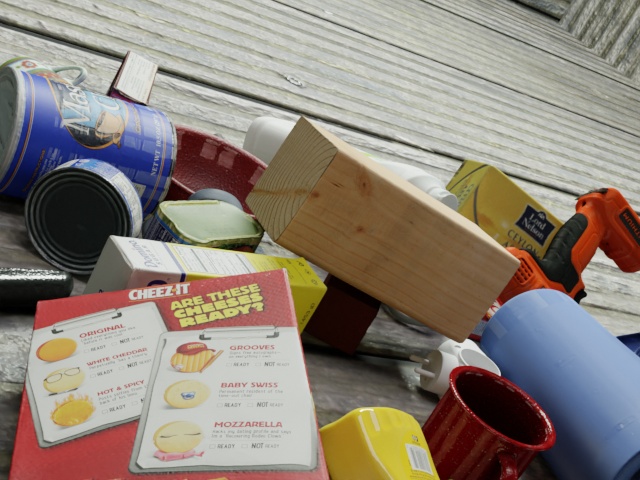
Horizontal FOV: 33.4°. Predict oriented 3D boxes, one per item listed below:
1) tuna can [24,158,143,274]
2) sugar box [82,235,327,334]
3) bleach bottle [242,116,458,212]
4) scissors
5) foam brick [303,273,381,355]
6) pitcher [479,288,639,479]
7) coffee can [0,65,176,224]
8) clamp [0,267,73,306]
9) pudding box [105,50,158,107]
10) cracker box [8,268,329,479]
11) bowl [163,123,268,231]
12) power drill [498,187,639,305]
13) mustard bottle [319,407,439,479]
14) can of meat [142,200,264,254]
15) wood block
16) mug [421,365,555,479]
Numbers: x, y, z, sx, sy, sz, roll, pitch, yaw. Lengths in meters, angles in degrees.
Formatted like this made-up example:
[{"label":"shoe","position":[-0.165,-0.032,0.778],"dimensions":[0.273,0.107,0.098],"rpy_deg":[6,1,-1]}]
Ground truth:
[{"label":"tuna can","position":[-0.181,-0.019,0.822],"dimensions":[0.086,0.086,0.033],"rpy_deg":[30,21,-1]},{"label":"sugar box","position":[-0.088,0.052,0.776],"dimensions":[0.175,0.093,0.048],"rpy_deg":[5,33,-44]},{"label":"bleach bottle","position":[0.033,-0.067,1.096],"dimensions":[0.102,0.068,0.251],"rpy_deg":[7,12,-44]},{"label":"scissors","position":[-0.056,0.001,0.933],"dimensions":[0.201,0.096,0.016],"rpy_deg":[13,49,-30]},{"label":"foam brick","position":[0.023,0.056,0.952],"dimensions":[0.051,0.053,0.078],"rpy_deg":[30,23,-1]},{"label":"pitcher","position":[0.245,0.139,0.925],"dimensions":[0.149,0.145,0.243],"rpy_deg":[5,27,-24]},{"label":"coffee can","position":[-0.205,-0.076,0.888],"dimensions":[0.140,0.103,0.103],"rpy_deg":[14,28,-34]},{"label":"clamp","position":[-0.277,0.017,0.693],"dimensions":[0.164,0.036,0.209],"rpy_deg":[34,23,8]},{"label":"pudding box","position":[-0.192,-0.119,1.011],"dimensions":[0.039,0.090,0.113],"rpy_deg":[24,24,-16]},{"label":"cracker box","position":[-0.085,0.108,0.613],"dimensions":[0.164,0.072,0.214],"rpy_deg":[-7,30,-5]},{"label":"bowl","position":[-0.105,-0.045,1.005],"dimensions":[0.162,0.055,0.162],"rpy_deg":[25,23,-12]},{"label":"power drill","position":[0.274,0.048,1.104],"dimensions":[0.187,0.057,0.184],"rpy_deg":[-41,100,-29]},{"label":"mustard bottle","position":[0.061,0.200,0.651],"dimensions":[0.096,0.058,0.192],"rpy_deg":[34,29,-56]},{"label":"can of meat","position":[-0.102,0.016,0.844],"dimensions":[0.057,0.084,0.101],"rpy_deg":[42,25,26]},{"label":"wood block","position":[0.053,-0.006,0.893],"dimensions":[0.205,0.090,0.091],"rpy_deg":[29,11,-29]},{"label":"mug","position":[0.121,0.162,0.809],"dimensions":[0.093,0.082,0.117],"rpy_deg":[22,24,-19]}]
